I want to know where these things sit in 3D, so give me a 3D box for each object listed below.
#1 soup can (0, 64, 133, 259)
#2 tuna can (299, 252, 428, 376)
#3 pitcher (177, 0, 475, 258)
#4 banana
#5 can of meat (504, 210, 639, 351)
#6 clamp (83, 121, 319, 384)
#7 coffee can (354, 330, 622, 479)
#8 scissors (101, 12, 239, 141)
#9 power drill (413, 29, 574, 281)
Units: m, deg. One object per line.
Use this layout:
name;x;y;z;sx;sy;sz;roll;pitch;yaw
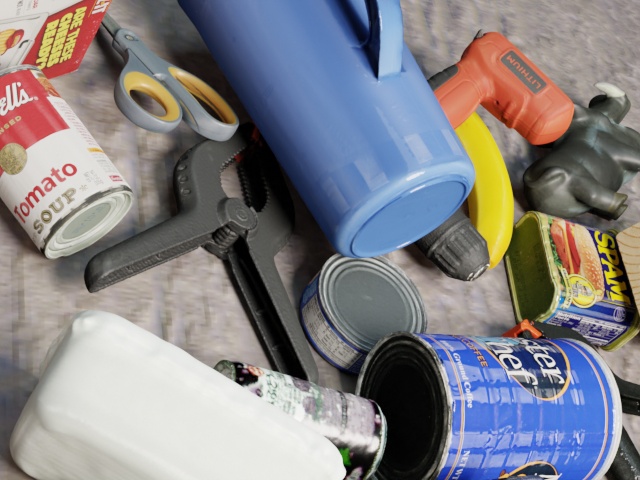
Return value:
soup can;-0.170;-0.047;0.655;0.068;0.069;0.102;-28;75;-44
tuna can;0.029;0.050;0.735;0.086;0.034;0.086;18;48;-21
pitcher;0.008;-0.118;0.735;0.243;0.145;0.149;61;11;21
banana;0.121;-0.063;0.890;0.069;0.037;0.198;-14;62;-19
can of meat;0.199;0.031;0.849;0.083;0.058;0.102;13;50;-22
clamp;-0.055;0.001;0.715;0.164;0.036;0.210;36;39;-17
coffee can;0.107;0.112;0.688;0.140;0.103;0.103;5;53;-30
scissors;-0.143;-0.132;0.748;0.202;0.016;0.096;39;30;15
power drill;0.110;-0.074;0.836;0.187;0.057;0.184;-33;72;-28
